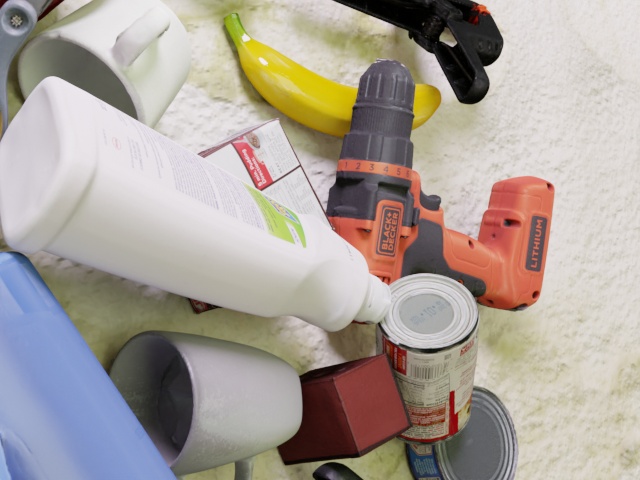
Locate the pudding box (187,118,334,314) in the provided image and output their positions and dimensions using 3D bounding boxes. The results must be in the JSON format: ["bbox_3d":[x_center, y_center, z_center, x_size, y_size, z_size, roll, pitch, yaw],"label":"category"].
[{"bbox_3d":[-0.054,-0.018,0.692,0.113,0.039,0.090,-34,103,-37],"label":"pudding box"}]

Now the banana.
[{"bbox_3d":[0.017,-0.107,0.774,0.197,0.037,0.069,15,72,-36],"label":"banana"}]

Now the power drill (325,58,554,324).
[{"bbox_3d":[0.088,-0.025,0.778,0.187,0.057,0.184,10,90,-36],"label":"power drill"}]

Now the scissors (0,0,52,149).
[{"bbox_3d":[-0.179,-0.117,0.554,0.096,0.016,0.202,23,105,-19],"label":"scissors"}]

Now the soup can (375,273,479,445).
[{"bbox_3d":[0.070,0.080,0.715,0.068,0.069,0.102,-49,150,-36],"label":"soup can"}]

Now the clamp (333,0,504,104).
[{"bbox_3d":[0.092,-0.157,0.803,0.165,0.036,0.209,43,27,21],"label":"clamp"}]

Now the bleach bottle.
[{"bbox_3d":[-0.054,0.001,0.602,0.250,0.068,0.103,26,25,-35],"label":"bleach bottle"}]

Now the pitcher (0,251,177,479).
[{"bbox_3d":[-0.133,0.131,0.515,0.144,0.149,0.243,-34,95,-52],"label":"pitcher"}]

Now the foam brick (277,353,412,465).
[{"bbox_3d":[0.010,0.109,0.685,0.052,0.078,0.051,-20,90,-42],"label":"foam brick"}]

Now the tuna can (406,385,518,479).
[{"bbox_3d":[0.103,0.150,0.778,0.086,0.034,0.086,11,71,-37],"label":"tuna can"}]
